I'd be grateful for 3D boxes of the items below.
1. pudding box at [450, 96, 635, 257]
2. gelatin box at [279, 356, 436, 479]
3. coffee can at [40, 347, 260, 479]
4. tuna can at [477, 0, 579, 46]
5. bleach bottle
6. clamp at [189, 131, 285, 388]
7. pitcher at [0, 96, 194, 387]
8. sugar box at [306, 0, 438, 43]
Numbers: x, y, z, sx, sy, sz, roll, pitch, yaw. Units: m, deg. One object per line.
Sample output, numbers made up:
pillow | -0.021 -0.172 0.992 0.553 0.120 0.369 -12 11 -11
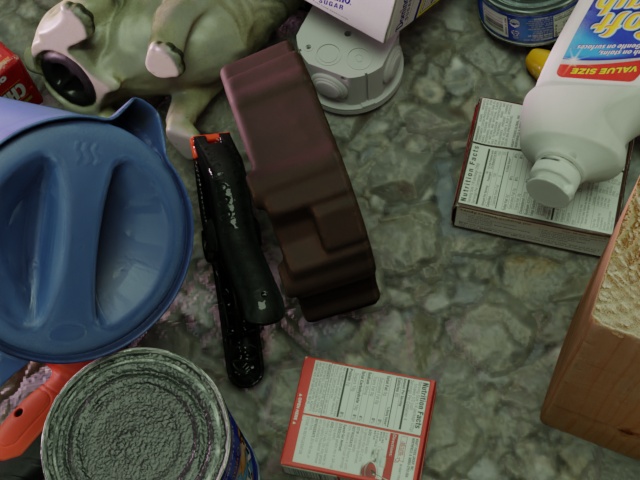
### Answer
pudding box | 0.154 -0.044 0.740 0.113 0.039 0.090 12 69 11
gelatin box | 0.025 0.120 0.684 0.089 0.030 0.073 10 67 8
coffee can | -0.093 0.132 0.626 0.103 0.140 0.103 -1 67 3
tuna can | 0.159 -0.186 0.790 0.086 0.033 0.086 -7 55 9
bleach bottle | 0.209 -0.122 0.710 0.103 0.068 0.250 21 63 23
clamp | -0.054 0.001 0.683 0.039 0.120 0.171 -8 73 -21
pitcher | -0.190 -0.015 0.644 0.149 0.145 0.243 -19 22 -27
sugar box | 0.058 -0.213 0.779 0.093 0.048 0.176 33 50 17
